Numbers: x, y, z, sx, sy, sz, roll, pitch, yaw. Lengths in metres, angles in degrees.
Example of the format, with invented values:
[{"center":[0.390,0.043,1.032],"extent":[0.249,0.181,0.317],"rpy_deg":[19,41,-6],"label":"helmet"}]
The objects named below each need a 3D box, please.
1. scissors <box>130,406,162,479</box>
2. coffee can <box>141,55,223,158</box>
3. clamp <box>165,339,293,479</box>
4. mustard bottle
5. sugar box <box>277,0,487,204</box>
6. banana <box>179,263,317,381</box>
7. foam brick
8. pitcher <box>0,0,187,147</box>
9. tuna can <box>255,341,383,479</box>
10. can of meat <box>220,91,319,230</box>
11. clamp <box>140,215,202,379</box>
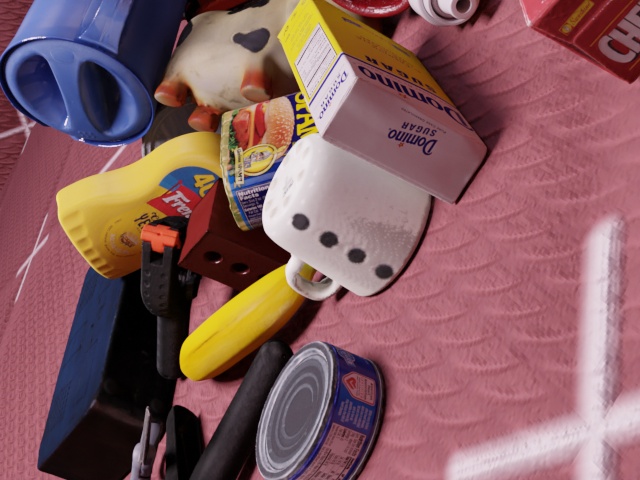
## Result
[{"center":[-0.124,0.144,0.769],"extent":[0.096,0.016,0.202],"rpy_deg":[-84,8,-45],"label":"scissors"},{"center":[-0.119,-0.109,1.003],"extent":[0.103,0.102,0.140],"rpy_deg":[-58,22,16],"label":"coffee can"},{"center":[-0.089,0.177,0.714],"extent":[0.165,0.036,0.210],"rpy_deg":[-33,33,55],"label":"clamp"},{"center":[-0.116,-0.040,0.894],"extent":[0.191,0.096,0.058],"rpy_deg":[-24,45,6],"label":"mustard bottle"},{"center":[0.033,-0.093,0.653],"extent":[0.048,0.093,0.176],"rpy_deg":[-58,23,17],"label":"sugar box"},{"center":[-0.059,0.066,0.759],"extent":[0.069,0.037,0.198],"rpy_deg":[-24,-11,-45],"label":"banana"},{"center":[-0.055,0.001,0.774],"extent":[0.053,0.078,0.051],"rpy_deg":[-45,29,45],"label":"foam brick"},{"center":[-0.176,-0.217,0.938],"extent":[0.149,0.145,0.242],"rpy_deg":[-3,54,23],"label":"pitcher"},{"center":[-0.002,0.101,0.602],"extent":[0.086,0.033,0.086],"rpy_deg":[-49,26,34],"label":"tuna can"},{"center":[-0.021,-0.059,0.732],"extent":[0.084,0.057,0.102],"rpy_deg":[-15,39,9],"label":"can of meat"},{"center":[-0.111,0.024,0.853],"extent":[0.171,0.039,0.120],"rpy_deg":[95,-177,-56],"label":"clamp"}]
